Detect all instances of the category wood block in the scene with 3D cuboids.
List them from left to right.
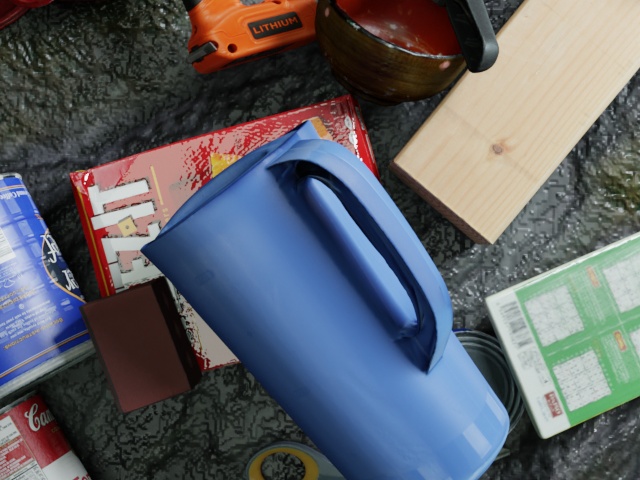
[{"bbox_3d":[0.148,-0.105,0.756,0.091,0.090,0.206,40,91,1],"label":"wood block"}]

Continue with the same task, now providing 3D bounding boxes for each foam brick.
[{"bbox_3d":[-0.119,0.069,0.719,0.051,0.053,0.078,-21,93,4],"label":"foam brick"}]

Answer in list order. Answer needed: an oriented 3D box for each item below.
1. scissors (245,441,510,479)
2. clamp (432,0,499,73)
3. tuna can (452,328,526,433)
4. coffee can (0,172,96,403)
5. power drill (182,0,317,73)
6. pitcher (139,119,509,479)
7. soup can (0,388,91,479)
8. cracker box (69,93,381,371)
[{"bbox_3d":[0.031,0.167,0.797,0.202,0.016,0.096,-30,88,2],"label":"scissors"},{"bbox_3d":[0.075,-0.184,0.731,0.120,0.171,0.039,28,130,-5],"label":"clamp"},{"bbox_3d":[0.107,0.108,0.785,0.086,0.034,0.086,0,90,3],"label":"tuna can"},{"bbox_3d":[-0.230,0.037,0.768,0.103,0.103,0.140,-29,88,2],"label":"coffee can"},{"bbox_3d":[-0.058,-0.226,0.765,0.184,0.057,0.187,-23,95,-26],"label":"power drill"},{"bbox_3d":[0.015,0.051,0.668,0.145,0.149,0.243,-37,97,6],"label":"pitcher"},{"bbox_3d":[-0.212,0.170,0.783,0.068,0.068,0.102,-32,89,2],"label":"soup can"},{"bbox_3d":[-0.055,0.001,0.774,0.214,0.072,0.164,-15,90,3],"label":"cracker box"}]
